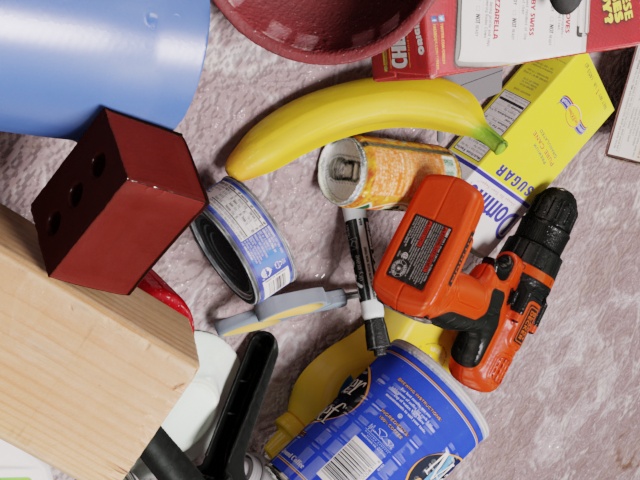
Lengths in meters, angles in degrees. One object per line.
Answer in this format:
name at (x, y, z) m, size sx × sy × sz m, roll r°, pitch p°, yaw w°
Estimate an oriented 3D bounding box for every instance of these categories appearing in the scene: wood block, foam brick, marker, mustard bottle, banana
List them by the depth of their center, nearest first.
foam brick at (-0.104, -0.018, 0.544) m, size 0.051 × 0.053 × 0.078 m, roll 15°, pitch 129°, yaw -43°
wood block at (-0.177, 0.038, 0.575) m, size 0.206 × 0.090 × 0.091 m, roll 34°, pitch 95°, yaw -17°
banana at (0.029, -0.083, 0.746) m, size 0.197 × 0.069 × 0.037 m, roll -8°, pitch 140°, yaw -4°
marker at (0.035, 0.028, 0.813) m, size 0.020 × 0.020 × 0.121 m, roll 1°, pitch 74°, yaw -40°
mustard bottle at (0.033, 0.121, 0.891) m, size 0.191 × 0.058 × 0.096 m, roll -35°, pitch 135°, yaw -18°

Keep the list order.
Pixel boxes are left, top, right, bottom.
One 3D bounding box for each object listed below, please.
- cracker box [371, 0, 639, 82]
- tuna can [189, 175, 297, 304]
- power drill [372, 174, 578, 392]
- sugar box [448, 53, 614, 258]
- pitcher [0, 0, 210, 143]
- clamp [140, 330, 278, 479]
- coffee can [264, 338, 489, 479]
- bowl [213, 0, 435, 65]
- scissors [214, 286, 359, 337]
cracker box at (0.127, -0.204, 0.738) m, size 0.213 × 0.072 × 0.164 m, roll -15°, pitch 104°, yaw -34°
tuna can at (-0.055, 0.001, 0.725) m, size 0.033 × 0.086 × 0.086 m, roll -34°, pitch 133°, yaw -18°
power drill at (0.129, 0.017, 0.832) m, size 0.187 × 0.057 × 0.184 m, roll 32°, pitch 82°, yaw -51°
sugar box at (0.164, -0.076, 0.891) m, size 0.176 × 0.048 × 0.093 m, roll -51°, pitch 137°, yaw -5°
pitcher at (-0.185, -0.128, 0.518) m, size 0.242 × 0.149 × 0.145 m, roll 2°, pitch 138°, yaw -37°
clamp at (-0.079, 0.175, 0.787) m, size 0.164 × 0.036 × 0.210 m, roll -25°, pitch 115°, yaw -47°
coffee can at (0.043, 0.159, 0.808) m, size 0.140 × 0.103 × 0.102 m, roll -42°, pitch 135°, yaw -14°
bowl at (0.004, -0.191, 0.641) m, size 0.055 × 0.162 × 0.162 m, roll -54°, pitch 154°, yaw -60°
scissors at (-0.009, 0.052, 0.834) m, size 0.096 × 0.016 × 0.201 m, roll -20°, pitch 171°, yaw 22°
